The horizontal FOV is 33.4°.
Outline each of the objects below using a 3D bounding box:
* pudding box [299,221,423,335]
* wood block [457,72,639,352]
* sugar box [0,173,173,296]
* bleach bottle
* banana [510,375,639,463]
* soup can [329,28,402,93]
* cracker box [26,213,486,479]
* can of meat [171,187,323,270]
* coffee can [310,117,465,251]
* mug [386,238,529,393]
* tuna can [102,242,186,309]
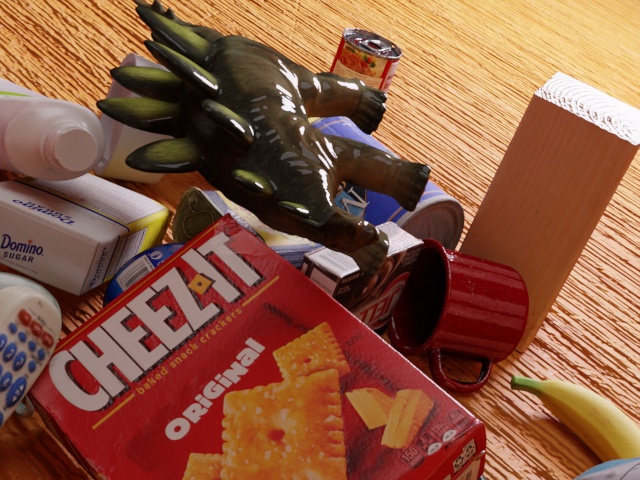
[{"bbox_3d":[0.021,0.041,0.799,0.039,0.090,0.113,36,32,28],"label":"pudding box"},{"bbox_3d":[0.186,-0.023,0.897,0.091,0.206,0.090,29,30,13],"label":"wood block"},{"bbox_3d":[-0.175,-0.010,0.756,0.093,0.048,0.176,23,13,5],"label":"sugar box"},{"bbox_3d":[-0.229,-0.082,0.770,0.102,0.068,0.251,0,11,-34],"label":"bleach bottle"},{"bbox_3d":[0.217,0.165,0.779,0.069,0.037,0.198,-15,40,-20],"label":"banana"},{"bbox_3d":[0.039,-0.169,1.157,0.068,0.102,0.068,16,29,-9],"label":"soup can"},{"bbox_3d":[-0.040,0.102,0.597,0.164,0.072,0.214,-39,59,-21],"label":"cracker box"},{"bbox_3d":[-0.056,0.001,0.852,0.083,0.057,0.102,-4,38,-42],"label":"can of meat"},{"bbox_3d":[0.039,-0.030,0.919,0.102,0.103,0.140,-10,41,-44],"label":"coffee can"},{"bbox_3d":[0.110,0.063,0.837,0.081,0.093,0.117,13,60,-24],"label":"mug"},{"bbox_3d":[-0.102,0.044,0.717,0.085,0.086,0.034,-1,34,-35],"label":"tuna can"}]
